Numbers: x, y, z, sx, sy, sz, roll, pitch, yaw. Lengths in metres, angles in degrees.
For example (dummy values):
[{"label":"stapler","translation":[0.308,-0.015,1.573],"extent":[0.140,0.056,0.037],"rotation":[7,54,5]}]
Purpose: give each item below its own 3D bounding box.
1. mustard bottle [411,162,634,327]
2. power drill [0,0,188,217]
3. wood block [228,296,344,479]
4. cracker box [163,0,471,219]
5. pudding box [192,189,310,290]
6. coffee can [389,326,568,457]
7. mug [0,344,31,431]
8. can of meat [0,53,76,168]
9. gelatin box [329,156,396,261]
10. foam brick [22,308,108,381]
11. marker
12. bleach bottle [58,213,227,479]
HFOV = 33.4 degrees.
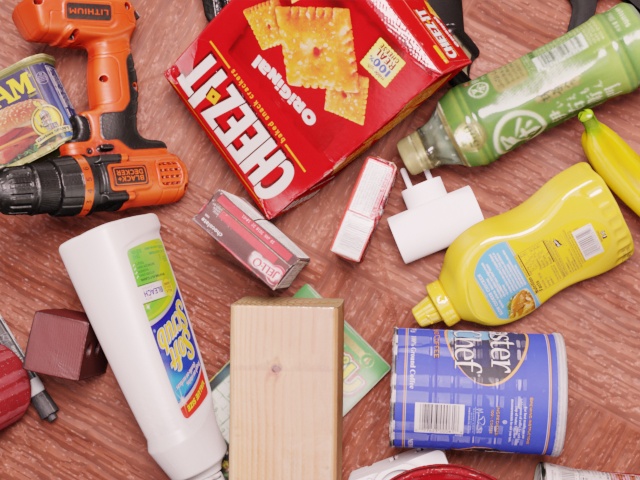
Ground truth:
[{"label":"mustard bottle","translation":[0.164,0.019,0.909],"extent":[0.191,0.058,0.096],"rotation":[-31,123,6]},{"label":"power drill","translation":[-0.210,-0.113,0.915],"extent":[0.057,0.184,0.187],"rotation":[-15,84,49]},{"label":"wood block","translation":[-0.027,0.154,0.905],"extent":[0.091,0.090,0.206],"rotation":[1,92,5]},{"label":"cracker box","translation":[-0.009,-0.143,0.884],"extent":[0.214,0.072,0.164],"rotation":[-38,85,34]},{"label":"pudding box","translation":[-0.056,0.001,0.912],"extent":[0.090,0.113,0.039],"rotation":[42,94,5]},{"label":"coffee can","translation":[0.130,0.126,0.897],"extent":[0.140,0.103,0.103],"rotation":[2,90,5]},{"label":"mug","translation":[-0.322,0.135,0.946],"extent":[0.117,0.081,0.093],"rotation":[11,105,20]},{"label":"can of meat","translation":[-0.271,-0.107,0.964],"extent":[0.102,0.057,0.084],"rotation":[-25,90,6]},{"label":"gelatin box","translation":[0.039,-0.026,0.923],"extent":[0.030,0.073,0.089],"rotation":[22,91,5]},{"label":"foam brick","translation":[-0.221,0.091,0.946],"extent":[0.051,0.078,0.053],"rotation":[12,90,7]},{"label":"marker","translation":[-0.277,0.114,0.980],"extent":[0.020,0.020,0.121],"rotation":[-33,87,4]},{"label":"bleach bottle","translation":[-0.138,0.105,0.928],"extent":[0.068,0.102,0.251],"rotation":[-23,89,21]}]
